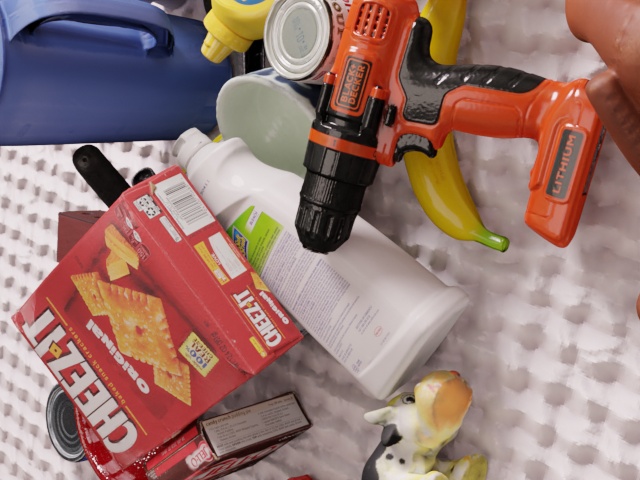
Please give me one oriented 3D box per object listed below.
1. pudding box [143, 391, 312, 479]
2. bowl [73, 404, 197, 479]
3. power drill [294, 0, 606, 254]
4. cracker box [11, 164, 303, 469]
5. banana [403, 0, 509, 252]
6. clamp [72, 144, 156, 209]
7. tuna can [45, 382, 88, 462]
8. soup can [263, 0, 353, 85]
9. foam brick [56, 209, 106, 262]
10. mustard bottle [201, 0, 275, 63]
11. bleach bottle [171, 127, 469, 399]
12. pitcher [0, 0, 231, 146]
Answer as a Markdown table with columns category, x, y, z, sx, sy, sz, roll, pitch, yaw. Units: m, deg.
| category | x | y | z | sx | sy | sz | roll | pitch | yaw |
| --- | --- | --- | --- | --- | --- | --- | --- | --- | --- |
| pudding box | -0.076 | 0.168 | 0.876 | 0.090 | 0.113 | 0.039 | -39 | 73 | 39 |
| bowl | -0.165 | 0.157 | 1.000 | 0.162 | 0.055 | 0.162 | 4 | 96 | 43 |
| power drill | 0.082 | -0.058 | 0.696 | 0.188 | 0.057 | 0.184 | 19 | 102 | 16 |
| cracker box | -0.136 | 0.068 | 0.838 | 0.164 | 0.072 | 0.214 | 54 | 132 | 3 |
| banana | 0.088 | -0.084 | 0.759 | 0.070 | 0.037 | 0.198 | -12 | 86 | 26 |
| clamp | -0.133 | 0.008 | 0.915 | 0.036 | 0.164 | 0.210 | -34 | 75 | 7 |
| tuna can | -0.246 | 0.183 | 1.094 | 0.086 | 0.033 | 0.086 | 4 | 96 | 43 |
| soup can | 0.017 | -0.146 | 0.773 | 0.069 | 0.102 | 0.068 | 3 | 95 | 44 |
| foam brick | -0.214 | 0.001 | 1.039 | 0.078 | 0.052 | 0.051 | 13 | 102 | 42 |
| mustard bottle | -0.030 | -0.212 | 0.804 | 0.192 | 0.058 | 0.096 | -50 | 50 | 23 |
| bleach bottle | -0.014 | -0.001 | 0.794 | 0.251 | 0.067 | 0.103 | 43 | 130 | 16 |
| pitcher | -0.186 | -0.142 | 0.871 | 0.149 | 0.242 | 0.145 | 31 | 114 | 38 |
